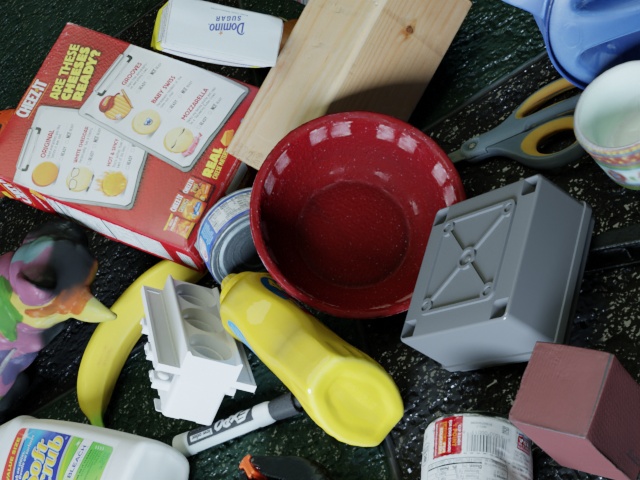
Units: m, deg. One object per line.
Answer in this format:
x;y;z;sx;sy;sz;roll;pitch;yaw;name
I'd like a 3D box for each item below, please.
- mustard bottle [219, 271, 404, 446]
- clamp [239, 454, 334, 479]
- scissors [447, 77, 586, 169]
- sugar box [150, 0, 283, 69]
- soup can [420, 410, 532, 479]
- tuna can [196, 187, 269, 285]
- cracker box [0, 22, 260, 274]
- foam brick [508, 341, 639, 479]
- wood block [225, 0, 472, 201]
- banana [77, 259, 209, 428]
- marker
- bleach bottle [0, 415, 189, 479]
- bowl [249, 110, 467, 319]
-0.023;0.072;0.783;0.058;0.096;0.192;-51;40;-2;mustard bottle
-0.014;0.207;0.715;0.120;0.039;0.172;-51;34;-10;clamp
0.127;-0.062;0.812;0.202;0.016;0.096;-31;34;20;scissors
-0.093;-0.177;0.921;0.176;0.093;0.048;-154;74;-75;sugar box
0.092;0.161;0.636;0.069;0.068;0.102;-16;50;32;soup can
-0.056;0.001;0.875;0.086;0.086;0.034;-42;43;7;tuna can
-0.164;-0.083;0.951;0.214;0.072;0.164;20;72;16;cracker box
0.154;0.100;0.621;0.051;0.078;0.053;8;65;42;foam brick
0.024;-0.134;0.880;0.090;0.090;0.206;30;91;47;wood block
-0.163;0.079;0.949;0.070;0.037;0.197;27;80;19;banana
-0.062;0.141;0.822;0.121;0.020;0.020;-25;46;25;marker
-0.219;0.200;0.882;0.251;0.068;0.102;-2;61;43;bleach bottle
0.027;-0.013;0.802;0.162;0.055;0.162;1;72;-3;bowl
